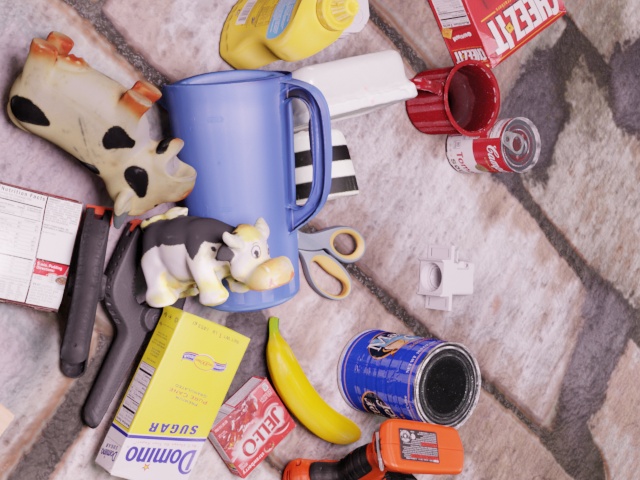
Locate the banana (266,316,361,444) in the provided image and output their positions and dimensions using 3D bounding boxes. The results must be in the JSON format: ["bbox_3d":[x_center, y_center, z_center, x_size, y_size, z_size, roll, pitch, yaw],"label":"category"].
[{"bbox_3d":[-0.010,0.178,1.221,0.197,0.037,0.069,58,43,-25],"label":"banana"}]

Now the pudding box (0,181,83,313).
[{"bbox_3d":[-0.284,0.007,1.021,0.089,0.039,0.113,15,81,-34],"label":"pudding box"}]

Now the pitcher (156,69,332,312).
[{"bbox_3d":[-0.075,-0.054,1.102,0.144,0.149,0.243,-11,105,-23],"label":"pitcher"}]

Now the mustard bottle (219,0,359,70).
[{"bbox_3d":[-0.026,-0.229,1.103,0.058,0.192,0.096,38,71,-31],"label":"mustard bottle"}]

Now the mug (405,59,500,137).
[{"bbox_3d":[0.150,-0.174,1.301,0.117,0.082,0.093,12,85,-36],"label":"mug"}]

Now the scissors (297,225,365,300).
[{"bbox_3d":[-0.018,-0.015,1.224,0.096,0.016,0.201,-48,116,-19],"label":"scissors"}]

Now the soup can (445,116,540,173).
[{"bbox_3d":[0.215,-0.118,1.338,0.068,0.102,0.068,-2,93,-36],"label":"soup can"}]

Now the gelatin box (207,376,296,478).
[{"bbox_3d":[-0.078,0.206,1.184,0.089,0.030,0.073,-41,115,-27],"label":"gelatin box"}]

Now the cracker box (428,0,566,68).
[{"bbox_3d":[0.208,-0.344,1.342,0.164,0.072,0.213,-38,114,-28],"label":"cracker box"}]

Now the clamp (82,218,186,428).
[{"bbox_3d":[-0.169,0.082,1.109,0.164,0.036,0.210,-3,97,-37],"label":"clamp"}]

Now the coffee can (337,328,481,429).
[{"bbox_3d":[0.101,0.161,1.245,0.102,0.141,0.103,-2,93,-36],"label":"coffee can"}]

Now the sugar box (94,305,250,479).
[{"bbox_3d":[-0.149,0.162,1.086,0.093,0.048,0.176,27,82,-37],"label":"sugar box"}]

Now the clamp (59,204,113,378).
[{"bbox_3d":[-0.229,0.053,1.043,0.039,0.120,0.171,14,64,-14],"label":"clamp"}]

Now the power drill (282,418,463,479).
[{"bbox_3d":[0.076,0.260,1.205,0.184,0.188,0.057,11,59,-30],"label":"power drill"}]
